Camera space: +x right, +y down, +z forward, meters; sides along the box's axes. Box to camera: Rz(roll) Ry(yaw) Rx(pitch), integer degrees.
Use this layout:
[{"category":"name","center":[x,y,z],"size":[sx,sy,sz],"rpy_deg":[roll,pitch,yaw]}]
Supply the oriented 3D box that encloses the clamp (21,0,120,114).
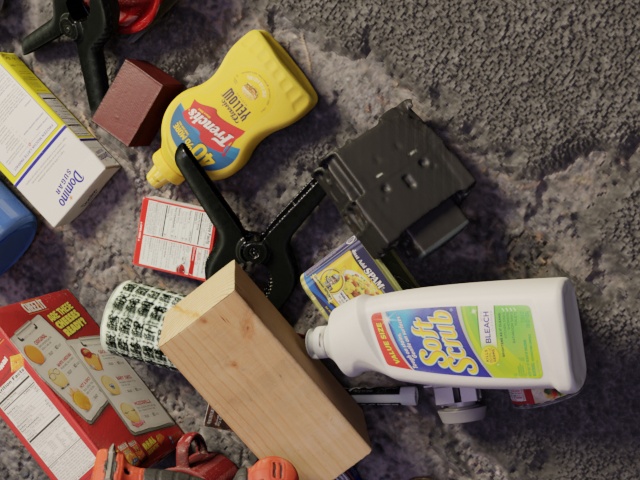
[{"category":"clamp","center":[-0.254,-0.222,1.091],"size":[0.120,0.039,0.172],"rpy_deg":[29,130,11]}]

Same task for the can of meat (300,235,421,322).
[{"category":"can of meat","center":[0.042,0.048,1.049],"size":[0.084,0.057,0.102],"rpy_deg":[-37,85,19]}]

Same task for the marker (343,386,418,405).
[{"category":"marker","center":[0.038,0.158,1.082],"size":[0.121,0.020,0.020],"rpy_deg":[-3,96,17]}]

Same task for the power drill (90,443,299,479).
[{"category":"power drill","center":[-0.125,0.261,0.990],"size":[0.187,0.057,0.185],"rpy_deg":[9,126,-12]}]

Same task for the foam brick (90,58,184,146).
[{"category":"foam brick","center":[-0.189,-0.142,1.100],"size":[0.051,0.053,0.078],"rpy_deg":[36,105,10]}]

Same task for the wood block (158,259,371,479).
[{"category":"wood block","center":[-0.051,0.134,1.013],"size":[0.090,0.091,0.206],"rpy_deg":[-37,106,8]}]

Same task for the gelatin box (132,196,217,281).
[{"category":"gelatin box","center":[-0.146,-0.002,1.115],"size":[0.089,0.030,0.073],"rpy_deg":[12,98,15]}]

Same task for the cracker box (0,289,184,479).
[{"category":"cracker box","center":[-0.254,0.161,1.097],"size":[0.072,0.164,0.214],"rpy_deg":[-43,84,15]}]

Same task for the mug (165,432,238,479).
[{"category":"mug","center":[-0.131,0.258,1.113],"size":[0.093,0.081,0.117],"rpy_deg":[-6,95,18]}]

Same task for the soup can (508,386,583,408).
[{"category":"soup can","center":[0.198,0.099,1.000],"size":[0.069,0.068,0.102],"rpy_deg":[-17,91,18]}]

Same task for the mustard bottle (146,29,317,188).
[{"category":"mustard bottle","center":[-0.102,-0.117,1.073],"size":[0.192,0.058,0.096],"rpy_deg":[-38,91,18]}]

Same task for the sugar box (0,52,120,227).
[{"category":"sugar box","center":[-0.307,-0.108,1.145],"size":[0.176,0.048,0.093],"rpy_deg":[46,106,4]}]

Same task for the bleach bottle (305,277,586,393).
[{"category":"bleach bottle","center":[0.105,0.093,0.968],"size":[0.251,0.068,0.102],"rpy_deg":[-7,95,26]}]

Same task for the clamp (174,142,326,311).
[{"category":"clamp","center":[-0.057,0.001,1.071],"size":[0.164,0.036,0.210],"rpy_deg":[-2,110,0]}]
